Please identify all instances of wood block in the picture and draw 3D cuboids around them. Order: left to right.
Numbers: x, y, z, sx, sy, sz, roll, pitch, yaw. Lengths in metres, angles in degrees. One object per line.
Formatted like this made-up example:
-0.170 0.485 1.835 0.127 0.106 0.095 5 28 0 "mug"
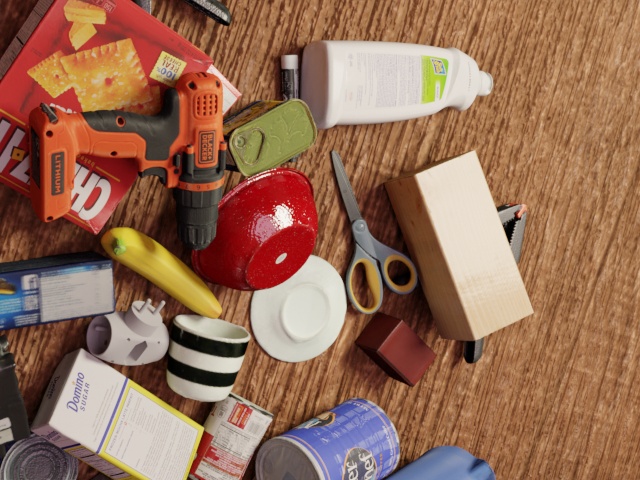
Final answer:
0.164 0.008 1.279 0.090 0.090 0.206 -23 95 -20 "wood block"

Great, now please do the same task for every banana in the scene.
-0.174 0.030 1.123 0.037 0.070 0.197 -39 145 9 "banana"

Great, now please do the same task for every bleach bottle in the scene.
0.098 -0.180 1.256 0.250 0.068 0.102 -3 99 -32 "bleach bottle"

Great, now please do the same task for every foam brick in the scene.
0.092 0.133 1.307 0.078 0.053 0.051 45 75 -28 "foam brick"

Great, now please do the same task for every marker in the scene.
-0.034 -0.149 1.210 0.020 0.020 0.121 -7 101 -29 "marker"

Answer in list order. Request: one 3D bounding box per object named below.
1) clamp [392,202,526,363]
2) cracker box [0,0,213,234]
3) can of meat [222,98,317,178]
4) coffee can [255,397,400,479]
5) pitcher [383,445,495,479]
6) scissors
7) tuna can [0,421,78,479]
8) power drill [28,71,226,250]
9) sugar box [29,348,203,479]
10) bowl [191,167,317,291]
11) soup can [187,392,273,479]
0.189 0.031 1.356 0.164 0.036 0.210 36 80 -26 "clamp"
-0.233 -0.137 1.043 0.164 0.072 0.214 32 94 -29 "cracker box"
-0.069 -0.113 1.157 0.102 0.084 0.057 -32 112 -22 "can of meat"
0.010 0.252 1.226 0.140 0.103 0.103 -19 108 -47 "coffee can"
0.095 0.344 1.258 0.242 0.145 0.149 -11 104 -52 "pitcher"
0.066 -0.011 1.277 0.096 0.016 0.202 -5 101 -7 "scissors"
-0.297 0.235 1.111 0.086 0.034 0.086 -5 100 -29 "tuna can"
-0.181 -0.067 1.022 0.187 0.057 0.184 -9 116 -27 "power drill"
-0.212 0.199 1.130 0.176 0.048 0.093 39 49 -26 "sugar box"
-0.058 0.001 1.153 0.162 0.055 0.162 -29 146 -22 "bowl"
-0.104 0.227 1.200 0.068 0.069 0.102 32 81 -30 "soup can"
